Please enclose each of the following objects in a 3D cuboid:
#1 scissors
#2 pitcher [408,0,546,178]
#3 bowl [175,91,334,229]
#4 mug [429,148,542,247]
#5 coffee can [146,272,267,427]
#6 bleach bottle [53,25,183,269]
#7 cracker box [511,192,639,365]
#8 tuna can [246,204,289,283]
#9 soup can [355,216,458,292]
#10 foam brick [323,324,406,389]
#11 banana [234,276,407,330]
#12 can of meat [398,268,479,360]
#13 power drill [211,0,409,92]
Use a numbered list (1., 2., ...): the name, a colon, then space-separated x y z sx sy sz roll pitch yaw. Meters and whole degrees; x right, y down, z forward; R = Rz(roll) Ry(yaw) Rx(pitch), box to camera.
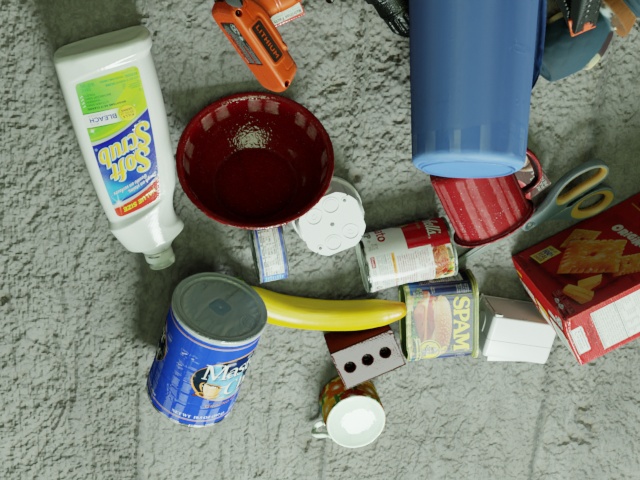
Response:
1. scissors: 0.255 -0.020 1.226 0.096 0.016 0.202 24 124 -40
2. pitcher: 0.154 -0.185 1.034 0.149 0.145 0.243 2 84 2
3. bowl: -0.067 -0.072 1.104 0.162 0.162 0.055 -7 154 -7
4. mug: 0.177 -0.057 1.119 0.117 0.093 0.081 -28 111 2
5. coffee can: -0.125 0.119 1.155 0.102 0.103 0.140 11 129 -14
6. bleach bottle: -0.191 -0.086 1.104 0.102 0.068 0.251 -15 116 -2
7. cracker box: 0.341 0.027 1.182 0.214 0.164 0.072 -27 116 3
8. tuna can: -0.058 0.001 1.148 0.033 0.086 0.086 -11 114 -7
9. soup can: 0.095 0.016 1.190 0.102 0.068 0.068 -12 114 -4
10. foam brick: 0.050 0.127 1.237 0.078 0.051 0.053 -23 114 1
11. banana: -0.005 0.079 1.201 0.197 0.070 0.037 8 69 -7
12. can of meat: 0.136 0.088 1.233 0.084 0.057 0.102 -5 113 -4
13. power drill: 0.000 -0.233 1.049 0.187 0.057 0.184 -45 115 -14
